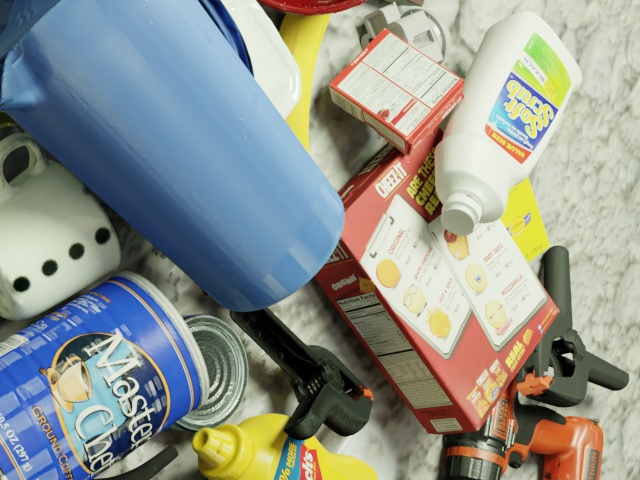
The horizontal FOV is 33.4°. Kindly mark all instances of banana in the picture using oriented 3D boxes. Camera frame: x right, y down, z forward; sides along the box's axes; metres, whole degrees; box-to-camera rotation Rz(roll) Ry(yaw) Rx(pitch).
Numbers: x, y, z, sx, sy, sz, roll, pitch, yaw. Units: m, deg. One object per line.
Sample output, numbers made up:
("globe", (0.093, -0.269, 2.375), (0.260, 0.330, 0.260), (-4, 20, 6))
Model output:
("banana", (-0.018, -0.131, 0.871), (0.069, 0.037, 0.198), (29, 66, -70))

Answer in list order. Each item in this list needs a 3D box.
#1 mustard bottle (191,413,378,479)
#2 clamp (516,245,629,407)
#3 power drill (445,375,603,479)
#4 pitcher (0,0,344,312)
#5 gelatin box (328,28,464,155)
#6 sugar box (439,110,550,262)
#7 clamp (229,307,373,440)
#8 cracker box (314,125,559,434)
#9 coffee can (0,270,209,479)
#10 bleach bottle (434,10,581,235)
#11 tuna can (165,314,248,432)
("mustard bottle", (-0.029, 0.183, 0.793), (0.191, 0.058, 0.096), (41, 58, -42))
("clamp", (0.233, 0.094, 1.037), (0.209, 0.036, 0.164), (-17, 82, -57))
("power drill", (0.191, 0.212, 1.012), (0.187, 0.057, 0.184), (30, 65, -37))
("pitcher", (-0.089, -0.076, 0.656), (0.149, 0.145, 0.242), (-42, 121, -1))
("gelatin box", (0.064, -0.124, 0.888), (0.073, 0.089, 0.030), (-47, 159, -14))
("sugar box", (0.155, -0.056, 1.015), (0.093, 0.048, 0.176), (-31, 108, -41))
("clamp", (-0.002, 0.116, 0.815), (0.171, 0.039, 0.120), (37, 27, -48))
("cracker box", (0.094, 0.033, 0.914), (0.213, 0.072, 0.164), (54, 52, -13))
("coffee can", (-0.154, 0.096, 0.657), (0.140, 0.103, 0.103), (-32, 108, -31))
("bleach bottle", (0.156, -0.092, 0.922), (0.102, 0.068, 0.250), (48, 45, -22))
("tuna can", (-0.094, 0.096, 0.774), (0.085, 0.034, 0.086), (5, 82, -43))
